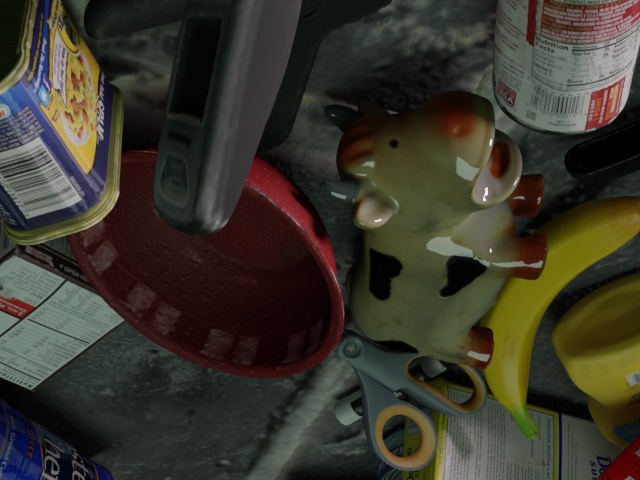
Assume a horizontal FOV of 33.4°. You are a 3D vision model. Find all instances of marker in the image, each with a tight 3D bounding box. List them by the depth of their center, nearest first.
[{"bbox_3d":[0.060,0.097,0.751,0.121,0.020,0.020,-33,133,27],"label":"marker"}]

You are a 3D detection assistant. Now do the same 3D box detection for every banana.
[{"bbox_3d":[0.140,0.038,0.667,0.070,0.037,0.198,28,131,16],"label":"banana"}]

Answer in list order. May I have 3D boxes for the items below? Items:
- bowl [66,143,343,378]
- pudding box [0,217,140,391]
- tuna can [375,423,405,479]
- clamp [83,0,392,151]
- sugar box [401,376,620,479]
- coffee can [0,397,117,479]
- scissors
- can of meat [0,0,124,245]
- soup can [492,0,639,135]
[{"bbox_3d":[-0.054,0.001,0.573,0.162,0.055,0.162,16,138,15],"label":"bowl"},{"bbox_3d":[-0.176,0.038,0.638,0.114,0.039,0.089,-34,133,30],"label":"pudding box"},{"bbox_3d":[0.086,0.174,0.831,0.086,0.034,0.086,-4,139,-4],"label":"tuna can"},{"bbox_3d":[-0.023,-0.119,0.481,0.120,0.039,0.172,20,127,-34],"label":"clamp"},{"bbox_3d":[0.143,0.167,0.784,0.176,0.093,0.048,20,154,-28],"label":"sugar box"},{"bbox_3d":[-0.218,0.173,0.735,0.103,0.103,0.140,-23,136,17],"label":"coffee can"},{"bbox_3d":[0.017,0.088,0.690,0.201,0.016,0.096,21,94,-21],"label":"scissors"},{"bbox_3d":[-0.133,-0.064,0.480,0.057,0.102,0.084,-15,136,9],"label":"can of meat"},{"bbox_3d":[0.116,-0.107,0.491,0.068,0.068,0.102,-6,139,-1],"label":"soup can"}]
